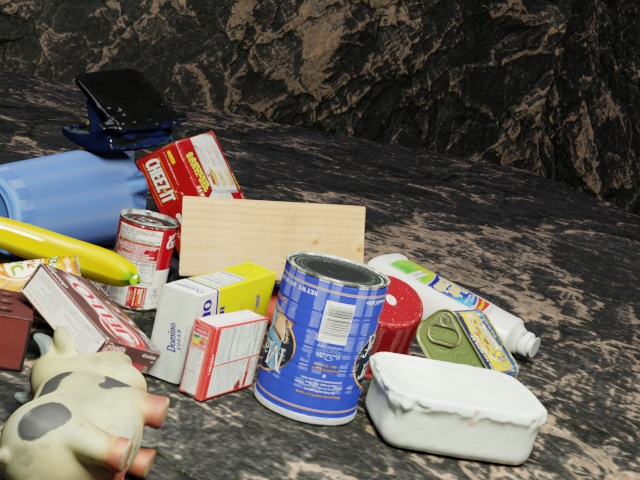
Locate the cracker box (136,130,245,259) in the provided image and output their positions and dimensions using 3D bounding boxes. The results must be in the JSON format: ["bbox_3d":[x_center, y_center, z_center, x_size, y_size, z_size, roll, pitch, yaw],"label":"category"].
[{"bbox_3d":[-0.169,-0.061,1.494,0.072,0.164,0.213,-24,6,11],"label":"cracker box"}]

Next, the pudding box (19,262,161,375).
[{"bbox_3d":[-0.211,0.075,0.982,0.114,0.039,0.090,40,3,27],"label":"pudding box"}]

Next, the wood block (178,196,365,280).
[{"bbox_3d":[-0.058,0.001,1.229,0.206,0.090,0.091,3,-2,-7],"label":"wood block"}]

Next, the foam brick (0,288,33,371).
[{"bbox_3d":[-0.291,0.079,0.970,0.053,0.051,0.078,10,12,-18],"label":"foam brick"}]

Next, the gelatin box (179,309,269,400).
[{"bbox_3d":[-0.091,0.107,1.015,0.030,0.073,0.089,21,14,28],"label":"gelatin box"}]

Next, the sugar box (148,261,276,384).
[{"bbox_3d":[-0.107,0.080,1.078,0.048,0.093,0.176,18,13,17],"label":"sugar box"}]

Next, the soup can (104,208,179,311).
[{"bbox_3d":[-0.203,0.022,1.209,0.068,0.102,0.068,13,12,-3],"label":"soup can"}]

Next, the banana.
[{"bbox_3d":[-0.272,0.011,1.127,0.198,0.037,0.069,17,-16,7],"label":"banana"}]

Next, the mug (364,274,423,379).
[{"bbox_3d":[0.056,0.096,1.158,0.093,0.082,0.117,38,45,22],"label":"mug"}]

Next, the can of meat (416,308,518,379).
[{"bbox_3d":[0.166,0.125,1.189,0.083,0.058,0.102,2,54,-55],"label":"can of meat"}]

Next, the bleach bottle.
[{"bbox_3d":[0.179,0.092,1.428,0.251,0.068,0.102,24,16,31],"label":"bleach bottle"}]

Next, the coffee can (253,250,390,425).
[{"bbox_3d":[0.001,0.092,1.026,0.103,0.140,0.103,13,12,-3],"label":"coffee can"}]

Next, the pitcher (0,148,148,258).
[{"bbox_3d":[-0.344,-0.041,1.325,0.145,0.149,0.242,36,22,17],"label":"pitcher"}]
